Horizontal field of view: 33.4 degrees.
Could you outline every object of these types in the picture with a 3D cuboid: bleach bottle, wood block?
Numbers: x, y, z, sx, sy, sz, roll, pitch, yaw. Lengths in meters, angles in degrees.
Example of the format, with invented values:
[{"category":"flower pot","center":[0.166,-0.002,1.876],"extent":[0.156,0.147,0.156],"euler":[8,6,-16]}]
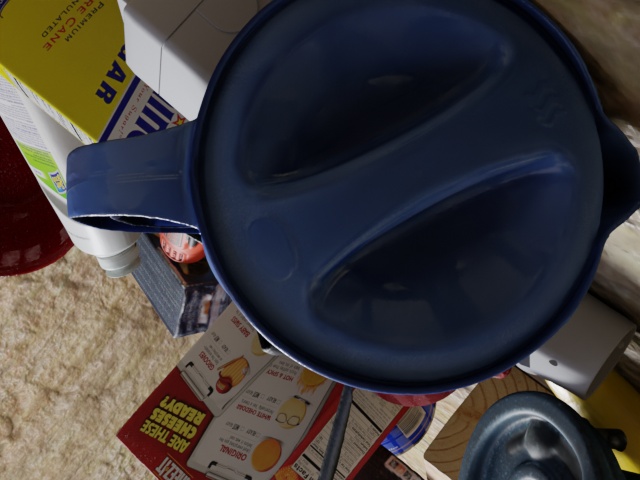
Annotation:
[{"category":"bleach bottle","center":[-0.185,-0.085,0.735],"extent":[0.103,0.068,0.251],"euler":[26,142,49]},{"category":"wood block","center":[0.141,0.171,0.801],"extent":[0.091,0.090,0.206],"euler":[36,168,18]}]

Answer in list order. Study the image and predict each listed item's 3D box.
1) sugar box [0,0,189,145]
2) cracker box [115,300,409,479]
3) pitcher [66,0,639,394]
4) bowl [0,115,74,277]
[{"category":"sugar box","center":[-0.119,-0.105,0.577],"extent":[0.176,0.093,0.048],"euler":[37,169,12]},{"category":"cracker box","center":[-0.024,0.108,0.775],"extent":[0.164,0.213,0.072],"euler":[26,162,51]},{"category":"pitcher","center":[-0.001,-0.015,0.432],"extent":[0.149,0.145,0.243],"euler":[43,171,-5]},{"category":"bowl","center":[-0.252,-0.054,0.822],"extent":[0.162,0.162,0.055],"euler":[45,-163,-24]}]
